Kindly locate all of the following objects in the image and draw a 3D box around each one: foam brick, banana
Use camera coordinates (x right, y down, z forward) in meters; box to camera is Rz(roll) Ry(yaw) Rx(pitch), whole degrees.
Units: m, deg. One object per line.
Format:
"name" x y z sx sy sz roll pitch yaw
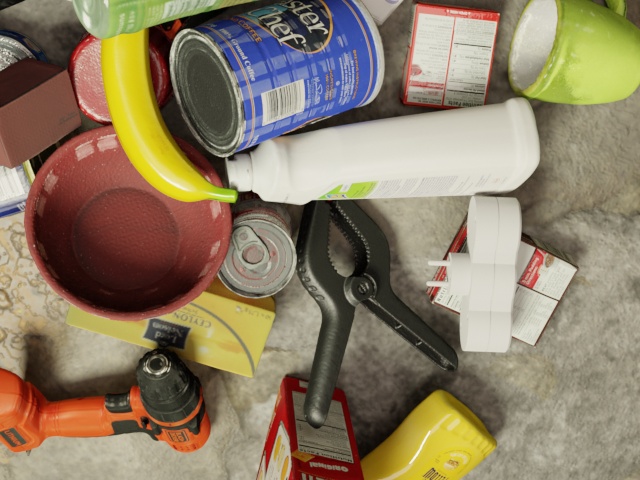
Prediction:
"foam brick" -0.236 -0.101 0.837 0.051 0.078 0.053 20 134 33
"banana" -0.131 -0.109 0.827 0.069 0.037 0.198 -23 95 -4

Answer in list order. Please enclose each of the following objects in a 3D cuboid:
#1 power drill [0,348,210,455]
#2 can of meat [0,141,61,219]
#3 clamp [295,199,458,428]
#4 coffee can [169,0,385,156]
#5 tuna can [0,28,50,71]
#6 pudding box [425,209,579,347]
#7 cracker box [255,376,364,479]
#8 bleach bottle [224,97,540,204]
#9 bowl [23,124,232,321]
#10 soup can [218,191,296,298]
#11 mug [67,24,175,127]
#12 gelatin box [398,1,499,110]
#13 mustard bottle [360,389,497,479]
"power drill" -0.195 0.144 0.938 0.187 0.057 0.184 0 151 3
"can of meat" -0.266 -0.051 0.898 0.084 0.102 0.057 -17 106 4
"clamp" 0.023 0.053 0.943 0.164 0.036 0.210 -25 93 -31
"coffee can" -0.034 -0.137 0.853 0.140 0.103 0.103 -24 109 -30
"tuna can" -0.273 -0.135 0.907 0.086 0.034 0.086 -1 107 -3
"pudding box" 0.166 0.035 0.979 0.113 0.039 0.090 25 104 -7
"cracker box" -0.016 0.241 0.938 0.072 0.214 0.164 12 105 -8
"bleach bottle" 0.047 -0.068 0.892 0.250 0.103 0.068 -5 75 -11
"bowl" -0.154 -0.010 0.858 0.162 0.055 0.162 3 74 -12
"soup can" -0.056 0.001 0.923 0.068 0.102 0.068 -1 107 -3
"mug" -0.161 -0.129 0.890 0.093 0.081 0.117 -15 107 1
"gelatin box" 0.110 -0.158 0.923 0.073 0.030 0.089 5 106 -6
"mustard bottle" 0.072 0.230 1.009 0.192 0.058 0.096 -44 135 7
